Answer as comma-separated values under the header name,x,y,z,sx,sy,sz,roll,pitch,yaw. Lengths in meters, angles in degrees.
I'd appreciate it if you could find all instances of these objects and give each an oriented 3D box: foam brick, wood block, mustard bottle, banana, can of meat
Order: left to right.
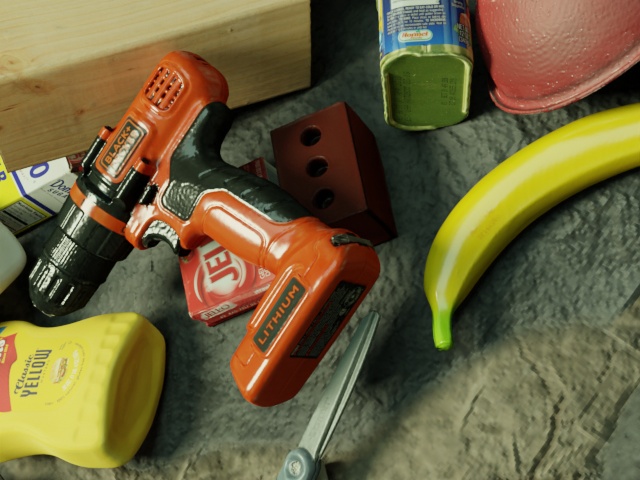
name,x,y,z,sx,sy,sz,roll,pitch,yaw
mustard bottle,-0.198,0.098,0.696,0.192,0.058,0.096,-5,56,26
wood block,-0.117,-0.128,0.680,0.206,0.090,0.091,-18,61,-11
foam brick,0.008,-0.035,0.650,0.053,0.051,0.078,-21,62,18
can of meat,0.061,-0.123,0.629,0.057,0.102,0.084,-3,70,6
banana,0.126,-0.022,0.596,0.198,0.037,0.070,-41,63,7

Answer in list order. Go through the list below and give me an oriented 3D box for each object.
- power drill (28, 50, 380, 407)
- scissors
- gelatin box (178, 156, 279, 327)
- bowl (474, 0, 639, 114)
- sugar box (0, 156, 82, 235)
name,x,y,z,sx,sy,sz,roll,pitch,yaw
power drill,-0.073,0.008,0.613,0.188,0.057,0.184,40,104,24
scissors,-0.027,0.129,0.601,0.096,0.016,0.202,11,87,39
gelatin box,-0.054,0.001,0.680,0.073,0.030,0.089,-23,61,17
bowl,0.138,-0.148,0.582,0.162,0.055,0.162,-40,26,24
sugar box,-0.250,-0.044,0.788,0.176,0.048,0.093,-28,60,16
